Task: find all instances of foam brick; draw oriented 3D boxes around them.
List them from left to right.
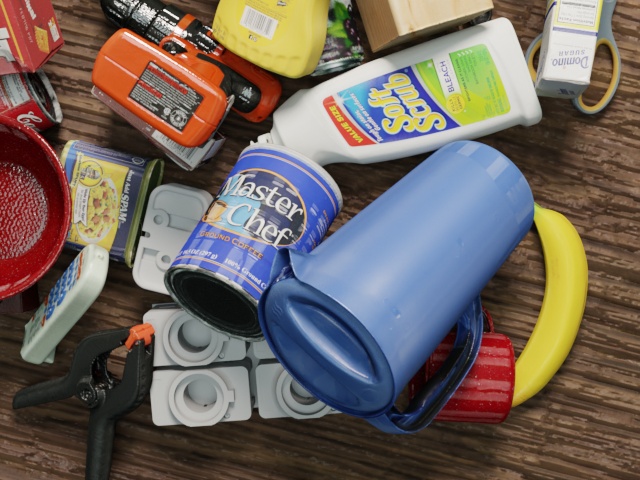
[{"bbox_3d":[-0.294,0.028,0.982,0.053,0.051,0.078,-4,95,2],"label":"foam brick"}]

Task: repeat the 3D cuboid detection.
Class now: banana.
[{"bbox_3d":[0.208,0.058,0.981,0.070,0.037,0.198,5,94,18],"label":"banana"}]

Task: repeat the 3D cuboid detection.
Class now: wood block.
[{"bbox_3d":[0.064,-0.279,0.917,0.090,0.091,0.206,-19,95,-12],"label":"wood block"}]

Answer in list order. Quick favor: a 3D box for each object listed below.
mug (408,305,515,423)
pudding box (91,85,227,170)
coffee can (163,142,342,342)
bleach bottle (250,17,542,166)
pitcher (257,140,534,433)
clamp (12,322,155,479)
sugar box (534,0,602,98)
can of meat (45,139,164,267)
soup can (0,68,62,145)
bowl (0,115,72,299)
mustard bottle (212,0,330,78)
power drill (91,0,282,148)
[{"bbox_3d":[0.128,0.110,0.964,0.081,0.093,0.117,4,78,-4],"label":"mug"},{"bbox_3d":[-0.140,-0.111,0.946,0.113,0.090,0.039,40,99,-3],"label":"pudding box"},{"bbox_3d":[-0.056,0.001,0.918,0.103,0.103,0.140,30,61,-1],"label":"coffee can"},{"bbox_3d":[0.062,-0.111,0.956,0.251,0.068,0.102,-20,97,6],"label":"bleach bottle"},{"bbox_3d":[0.077,0.030,0.879,0.145,0.149,0.242,31,52,24],"label":"pitcher"},{"bbox_3d":[-0.199,0.146,0.969,0.172,0.039,0.120,-41,89,27],"label":"clamp"},{"bbox_3d":[0.218,-0.214,0.911,0.048,0.093,0.176,6,91,7],"label":"sugar box"},{"bbox_3d":[-0.197,-0.035,0.972,0.084,0.057,0.102,15,96,2],"label":"can of meat"},{"bbox_3d":[-0.295,-0.116,0.961,0.102,0.068,0.068,-24,94,4],"label":"soup can"},{"bbox_3d":[-0.287,-0.027,0.924,0.162,0.055,0.162,0,88,4],"label":"bowl"},{"bbox_3d":[-0.021,-0.239,0.884,0.096,0.058,0.192,30,118,18],"label":"mustard bottle"},{"bbox_3d":[-0.125,-0.152,0.895,0.184,0.187,0.057,32,111,-4],"label":"power drill"}]
